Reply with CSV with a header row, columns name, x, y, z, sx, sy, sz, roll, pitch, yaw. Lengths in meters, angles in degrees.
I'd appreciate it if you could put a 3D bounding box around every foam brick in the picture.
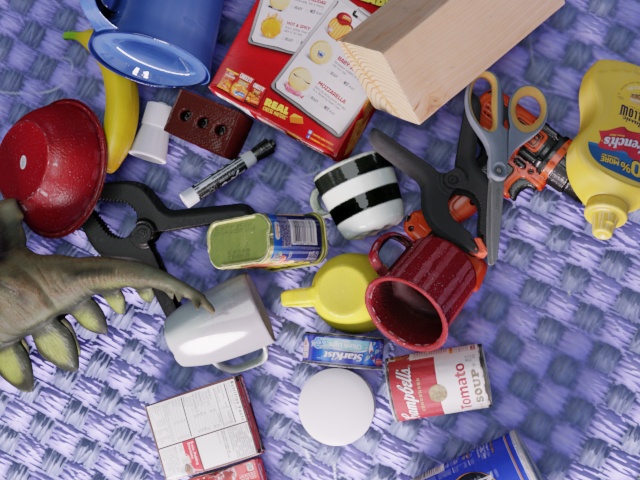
name,x,y,z,sx,sy,sz,roll,pitch,yaw
foam brick,-0.124,-0.128,1.189,0.078,0.051,0.053,23,90,12

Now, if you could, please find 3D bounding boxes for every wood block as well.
name,x,y,z,sx,sy,sz,roll,pitch,yaw
wood block,0.134,-0.222,1.083,0.206,0.090,0.090,-40,122,-12

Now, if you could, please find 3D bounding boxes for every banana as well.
name,x,y,z,sx,sy,sz,roll,pitch,yaw
banana,-0.238,-0.170,1.210,0.070,0.037,0.198,-29,64,20

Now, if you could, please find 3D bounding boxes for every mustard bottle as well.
name,x,y,z,sx,sy,sz,roll,pitch,yaw
mustard bottle,0.294,-0.085,1.058,0.096,0.058,0.191,23,62,-7

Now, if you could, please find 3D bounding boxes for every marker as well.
name,x,y,z,sx,sy,sz,roll,pitch,yaw
marker,-0.101,-0.076,1.180,0.121,0.020,0.020,-34,79,-11

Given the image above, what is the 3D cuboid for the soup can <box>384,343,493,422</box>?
name,x,y,z,sx,sy,sz,roll,pitch,yaw
soup can,0.123,0.148,1.108,0.102,0.068,0.068,-10,83,9

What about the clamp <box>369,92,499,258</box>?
name,x,y,z,sx,sy,sz,roll,pitch,yaw
clamp,0.122,-0.060,1.083,0.120,0.039,0.171,-14,75,6

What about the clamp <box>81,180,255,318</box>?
name,x,y,z,sx,sy,sz,roll,pitch,yaw
clamp,-0.185,-0.014,1.198,0.210,0.036,0.164,35,92,9

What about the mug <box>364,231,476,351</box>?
name,x,y,z,sx,sy,sz,roll,pitch,yaw
mug,0.096,0.041,1.065,0.117,0.093,0.081,47,52,-5

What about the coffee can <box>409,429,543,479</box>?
name,x,y,z,sx,sy,sz,roll,pitch,yaw
coffee can,0.156,0.266,1.073,0.140,0.102,0.103,-27,81,8

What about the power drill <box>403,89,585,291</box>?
name,x,y,z,sx,sy,sz,roll,pitch,yaw
power drill,0.193,-0.040,1.117,0.184,0.057,0.187,41,91,15

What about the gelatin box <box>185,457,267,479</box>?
name,x,y,z,sx,sy,sz,roll,pitch,yaw
gelatin box,-0.097,0.283,1.159,0.089,0.030,0.073,-19,82,9

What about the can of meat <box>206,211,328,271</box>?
name,x,y,z,sx,sy,sz,roll,pitch,yaw
can of meat,-0.057,0.001,1.127,0.102,0.083,0.057,-10,82,43

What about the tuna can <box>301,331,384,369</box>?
name,x,y,z,sx,sy,sz,roll,pitch,yaw
tuna can,0.024,0.116,1.121,0.086,0.086,0.034,4,84,11

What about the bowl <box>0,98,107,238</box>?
name,x,y,z,sx,sy,sz,roll,pitch,yaw
bowl,-0.311,-0.084,1.189,0.162,0.055,0.162,-5,82,36

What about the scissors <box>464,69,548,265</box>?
name,x,y,z,sx,sy,sz,roll,pitch,yaw
scissors,0.194,-0.077,1.067,0.096,0.016,0.202,-7,76,-12

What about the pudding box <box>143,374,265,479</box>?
name,x,y,z,sx,sy,sz,roll,pitch,yaw
pudding box,-0.126,0.205,1.168,0.113,0.039,0.090,-18,81,7

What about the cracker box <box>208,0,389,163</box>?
name,x,y,z,sx,sy,sz,roll,pitch,yaw
cracker box,0.004,-0.214,1.161,0.164,0.072,0.214,29,90,11

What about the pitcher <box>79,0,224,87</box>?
name,x,y,z,sx,sy,sz,roll,pitch,yaw
pitcher,-0.164,-0.299,1.151,0.145,0.149,0.243,13,76,-5
